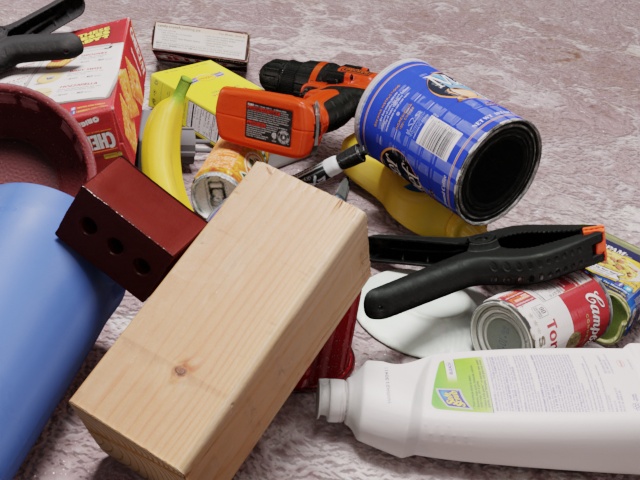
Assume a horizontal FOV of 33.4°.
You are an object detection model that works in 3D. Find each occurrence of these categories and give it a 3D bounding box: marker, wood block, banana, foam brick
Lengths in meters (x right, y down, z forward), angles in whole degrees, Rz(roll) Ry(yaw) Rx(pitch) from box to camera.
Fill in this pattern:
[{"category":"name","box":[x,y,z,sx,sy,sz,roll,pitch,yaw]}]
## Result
[{"category":"marker","box":[-0.009,-0.059,0.997,0.121,0.020,0.020,-25,23,23]},{"category":"wood block","box":[-0.059,0.061,0.706,0.091,0.090,0.206,27,65,20]},{"category":"banana","box":[-0.135,-0.055,0.966,0.037,0.070,0.198,7,58,-31]},{"category":"foam brick","box":[-0.127,-0.008,0.720,0.078,0.053,0.051,37,36,-1]}]

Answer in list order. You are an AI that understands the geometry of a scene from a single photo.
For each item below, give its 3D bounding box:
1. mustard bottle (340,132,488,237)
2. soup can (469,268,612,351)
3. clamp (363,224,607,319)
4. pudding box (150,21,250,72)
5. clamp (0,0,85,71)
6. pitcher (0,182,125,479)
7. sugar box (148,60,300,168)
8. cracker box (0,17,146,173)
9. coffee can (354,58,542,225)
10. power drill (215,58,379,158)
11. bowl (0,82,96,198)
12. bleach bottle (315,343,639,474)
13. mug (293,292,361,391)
[{"category":"mustard bottle","box":[0.103,-0.048,1.041,0.096,0.058,0.192,-8,36,-30]},{"category":"soup can","box":[0.179,0.066,0.869,0.102,0.068,0.069,-19,41,-37]},{"category":"clamp","box":[0.130,0.013,0.894,0.210,0.036,0.164,-10,18,-2]},{"category":"pudding box","box":[-0.138,-0.225,1.246,0.113,0.039,0.090,5,2,-4]},{"category":"clamp","box":[-0.303,-0.193,1.039,0.171,0.039,0.120,-11,30,7]},{"category":"pitcher","box":[-0.233,0.079,0.697,0.145,0.149,0.242,31,33,-11]},{"category":"sugar box","box":[-0.093,-0.136,1.142,0.176,0.048,0.093,29,36,31]},{"category":"cracker box","box":[-0.258,-0.129,1.027,0.164,0.072,0.213,-12,33,3]},{"category":"coffee can","box":[0.113,-0.091,0.960,0.102,0.103,0.140,-16,38,-34]},{"category":"power drill","box":[-0.020,-0.138,1.051,0.185,0.057,0.187,14,25,29]},{"category":"bowl","box":[-0.267,-0.047,0.893,0.162,0.162,0.055,5,-5,-8]},{"category":"bleach bottle","box":[0.122,0.117,0.779,0.250,0.068,0.102,4,32,-5]},{"category":"mug","box":[-0.014,0.062,0.811,0.093,0.081,0.117,8,32,-2]}]
